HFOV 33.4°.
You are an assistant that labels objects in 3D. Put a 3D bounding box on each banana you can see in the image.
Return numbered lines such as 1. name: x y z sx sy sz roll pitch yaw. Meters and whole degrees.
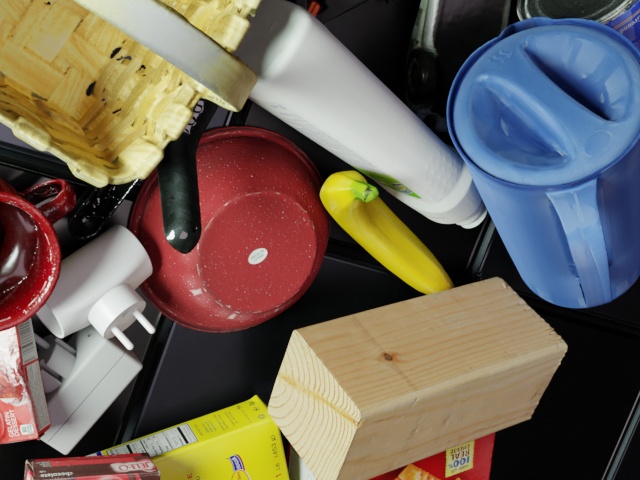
1. banana: 0.045 -0.006 0.808 0.037 0.070 0.197 -44 146 3

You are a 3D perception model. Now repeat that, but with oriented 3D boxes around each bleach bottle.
1. bleach bottle: 0.036 -0.079 0.780 0.250 0.103 0.068 34 88 -39

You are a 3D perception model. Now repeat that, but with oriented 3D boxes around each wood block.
1. wood block: 0.076 0.105 0.819 0.205 0.091 0.090 -11 135 -34

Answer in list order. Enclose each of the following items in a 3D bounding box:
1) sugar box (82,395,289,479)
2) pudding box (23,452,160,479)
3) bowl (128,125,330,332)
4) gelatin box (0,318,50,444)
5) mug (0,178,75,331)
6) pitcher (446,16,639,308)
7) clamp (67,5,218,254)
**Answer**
1. sugar box: -0.113 0.193 0.820 0.176 0.048 0.093 -19 114 -20
2. pudding box: -0.165 0.208 0.754 0.089 0.039 0.113 1 108 -24
3. bowl: -0.055 0.001 0.777 0.161 0.055 0.162 -8 111 -23
4. gelatin box: -0.226 0.092 0.711 0.073 0.030 0.089 -9 94 7
5. mug: -0.211 -0.004 0.685 0.117 0.082 0.093 -36 119 -11
6. pitcher: 0.183 -0.033 0.786 0.149 0.145 0.242 -55 150 -12
7. clamp: -0.112 -0.071 0.710 0.039 0.120 0.171 35 60 -51
